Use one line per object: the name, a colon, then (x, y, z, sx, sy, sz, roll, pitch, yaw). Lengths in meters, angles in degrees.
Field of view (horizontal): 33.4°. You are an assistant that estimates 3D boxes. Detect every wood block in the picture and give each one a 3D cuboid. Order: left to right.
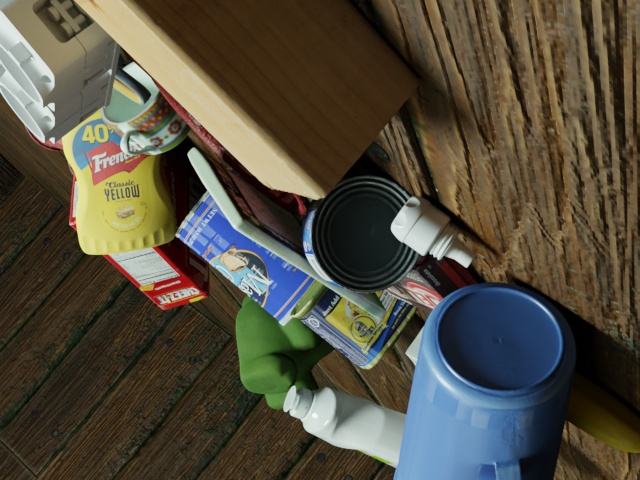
wood block: (-0.057, -0.125, 0.579, 0.206, 0.090, 0.091, 44, 169, -24)

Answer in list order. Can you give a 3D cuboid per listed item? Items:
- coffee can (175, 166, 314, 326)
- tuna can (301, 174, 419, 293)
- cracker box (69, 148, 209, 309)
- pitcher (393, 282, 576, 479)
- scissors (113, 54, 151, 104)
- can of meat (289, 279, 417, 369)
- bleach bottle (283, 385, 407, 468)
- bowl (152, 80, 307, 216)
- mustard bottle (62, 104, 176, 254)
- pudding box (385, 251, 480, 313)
coffee can: (-0.057, 0.001, 1.056, 0.140, 0.102, 0.103, 40, 169, -1)
tuna can: (0.030, -0.005, 0.788, 0.086, 0.086, 0.034, 42, 171, -12)
cracker box: (-0.198, -0.043, 1.215, 0.213, 0.072, 0.164, 54, -153, -54)
pitcher: (0.128, 0.152, 0.823, 0.149, 0.144, 0.243, 32, 149, 25)
scissors: (-0.210, -0.165, 0.944, 0.096, 0.016, 0.202, 45, 170, -33)
can of meat: (0.037, 0.053, 0.961, 0.084, 0.102, 0.057, 38, 169, -6)
bleach bottle: (0.083, 0.207, 1.101, 0.250, 0.068, 0.103, 24, 165, -14)
bowl: (-0.052, -0.092, 0.771, 0.162, 0.055, 0.162, 42, 171, 7)
mustard bottle: (-0.198, -0.085, 1.032, 0.058, 0.096, 0.192, -124, 28, -67)
pudding box: (0.076, 0.023, 0.870, 0.090, 0.039, 0.114, 46, 168, -35)
